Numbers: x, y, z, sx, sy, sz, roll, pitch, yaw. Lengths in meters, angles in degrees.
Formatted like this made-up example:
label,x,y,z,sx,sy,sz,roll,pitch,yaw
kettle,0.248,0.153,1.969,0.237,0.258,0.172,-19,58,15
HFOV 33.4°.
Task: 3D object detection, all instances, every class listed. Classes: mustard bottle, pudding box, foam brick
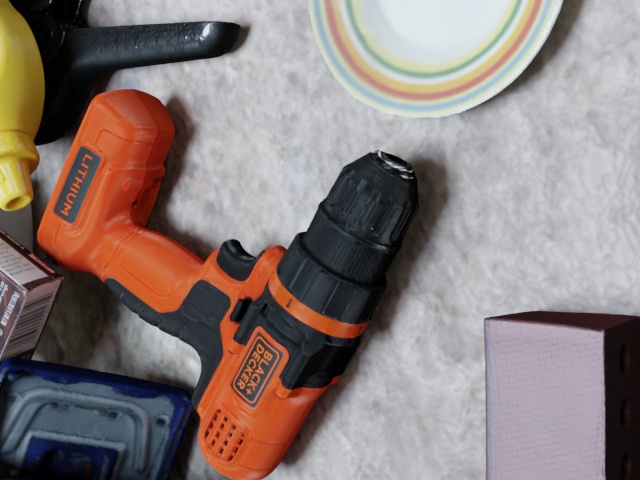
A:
label,x,y,z,sx,sy,sz,roll,pitch,yaw
mustard bottle,-0.202,-0.100,0.593,0.096,0.058,0.192,-36,69,25
pudding box,-0.199,0.043,0.579,0.090,0.039,0.114,35,110,15
foam brick,0.101,0.069,0.439,0.051,0.052,0.078,0,93,35

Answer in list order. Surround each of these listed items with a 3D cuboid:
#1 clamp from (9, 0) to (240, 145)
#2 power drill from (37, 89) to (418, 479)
label,x,y,z,sx,sy,sz,roll,pitch,yaw
clamp,-0.143,-0.113,0.613,0.210,0.036,0.165,-45,66,23
power drill,-0.054,0.001,0.541,0.188,0.057,0.185,40,113,27
